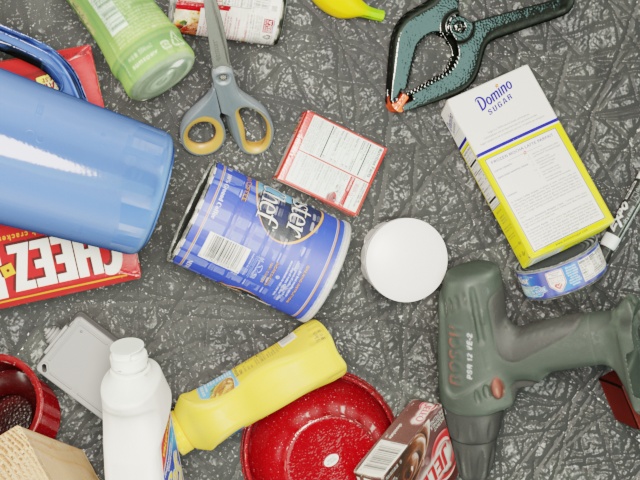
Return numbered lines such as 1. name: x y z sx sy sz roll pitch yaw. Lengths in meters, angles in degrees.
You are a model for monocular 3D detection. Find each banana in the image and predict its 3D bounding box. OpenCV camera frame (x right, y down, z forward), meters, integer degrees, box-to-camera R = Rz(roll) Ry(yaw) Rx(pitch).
1. banana: -0.003 -0.292 1.011 0.069 0.037 0.198 -23 99 -26

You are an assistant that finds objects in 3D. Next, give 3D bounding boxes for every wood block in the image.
1. wood block: -0.244 0.227 0.900 0.090 0.206 0.090 -31 76 -8

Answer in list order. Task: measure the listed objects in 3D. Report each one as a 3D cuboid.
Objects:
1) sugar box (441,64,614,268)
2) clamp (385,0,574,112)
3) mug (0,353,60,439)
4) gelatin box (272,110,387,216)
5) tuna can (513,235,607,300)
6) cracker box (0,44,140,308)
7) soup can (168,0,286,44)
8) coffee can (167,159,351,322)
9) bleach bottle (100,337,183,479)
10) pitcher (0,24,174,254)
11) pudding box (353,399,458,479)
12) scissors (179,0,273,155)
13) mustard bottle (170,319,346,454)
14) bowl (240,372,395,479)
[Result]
1. sugar box: 0.198 -0.072 1.033 0.093 0.048 0.176 -24 77 -9
2. clamp: 0.141 -0.206 1.040 0.164 0.036 0.210 30 90 -11
3. mug: -0.291 0.149 0.951 0.117 0.081 0.093 26 76 11
4. gelatin box: 0.009 -0.073 1.028 0.089 0.030 0.073 25 87 -11
5. tuna can: 0.236 0.027 1.048 0.086 0.086 0.034 -25 99 -8
6. cracker box: -0.262 -0.054 0.956 0.164 0.072 0.214 -12 96 -9
7. soup can: -0.086 -0.219 0.981 0.102 0.068 0.068 6 92 -11
8. coffee can: -0.056 0.001 0.983 0.140 0.103 0.103 25 89 -11
9. bleach bottle: -0.153 0.203 0.918 0.068 0.102 0.251 0 115 6
10. pitcher: -0.245 -0.081 0.863 0.242 0.145 0.149 17 108 -16
11. pudding box: 0.084 0.220 1.017 0.113 0.039 0.090 -41 125 -39
12. scissors: -0.102 -0.137 0.948 0.096 0.201 0.016 -17 53 10
13. mustard bottle: -0.072 0.144 0.992 0.191 0.096 0.058 -29 98 -7
14. bowl: 0.006 0.208 1.032 0.162 0.055 0.162 -1 93 -11
